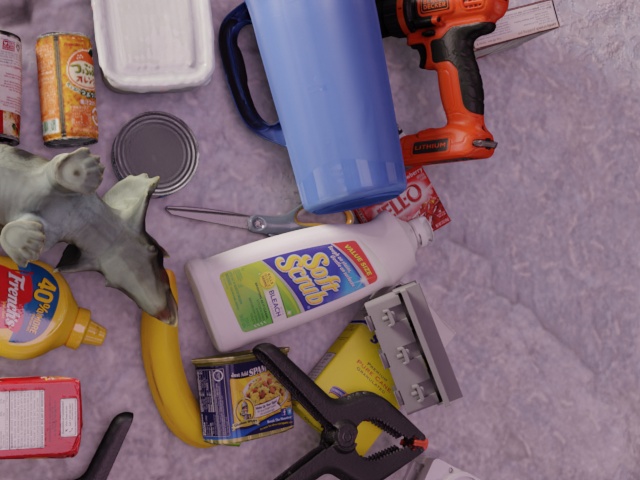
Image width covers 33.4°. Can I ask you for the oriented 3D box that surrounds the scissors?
[{"bbox_3d":[-0.057,0.001,1.114,0.201,0.016,0.096,-7,88,-18],"label":"scissors"}]

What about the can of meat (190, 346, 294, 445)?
[{"bbox_3d":[-0.074,0.153,1.060,0.101,0.058,0.084,-4,86,-45],"label":"can of meat"}]

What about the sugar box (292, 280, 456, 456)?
[{"bbox_3d":[0.055,0.134,1.124,0.093,0.048,0.176,42,76,-11],"label":"sugar box"}]

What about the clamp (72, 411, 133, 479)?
[{"bbox_3d":[-0.211,0.263,1.031,0.171,0.039,0.120,-43,94,-10],"label":"clamp"}]

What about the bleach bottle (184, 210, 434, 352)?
[{"bbox_3d":[-0.004,0.025,1.088,0.250,0.068,0.102,-22,99,-12],"label":"bleach bottle"}]

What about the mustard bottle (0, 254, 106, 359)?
[{"bbox_3d":[-0.295,0.060,1.008,0.191,0.058,0.096,22,64,-16],"label":"mustard bottle"}]

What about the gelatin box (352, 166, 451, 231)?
[{"bbox_3d":[0.086,-0.031,1.156,0.089,0.030,0.073,-30,95,-18],"label":"gelatin box"}]

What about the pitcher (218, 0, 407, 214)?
[{"bbox_3d":[0.001,-0.151,1.084,0.144,0.149,0.243,-10,86,-30],"label":"pitcher"}]

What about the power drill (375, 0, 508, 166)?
[{"bbox_3d":[0.110,-0.173,1.113,0.057,0.185,0.187,-5,92,-52],"label":"power drill"}]

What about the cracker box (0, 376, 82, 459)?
[{"bbox_3d":[-0.325,0.159,0.936,0.213,0.164,0.072,0,84,-18],"label":"cracker box"}]

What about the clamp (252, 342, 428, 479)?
[{"bbox_3d":[0.012,0.203,1.051,0.209,0.036,0.164,18,75,-27],"label":"clamp"}]

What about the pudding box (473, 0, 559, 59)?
[{"bbox_3d":[0.192,-0.228,1.175,0.113,0.090,0.039,-20,92,-18],"label":"pudding box"}]

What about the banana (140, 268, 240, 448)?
[{"bbox_3d":[-0.144,0.129,1.067,0.069,0.037,0.198,-26,97,-47],"label":"banana"}]

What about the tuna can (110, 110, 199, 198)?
[{"bbox_3d":[-0.167,-0.086,1.076,0.086,0.034,0.086,1,85,-18],"label":"tuna can"}]

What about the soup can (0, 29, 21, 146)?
[{"bbox_3d":[-0.319,-0.144,1.013,0.068,0.069,0.102,2,85,-18],"label":"soup can"}]
